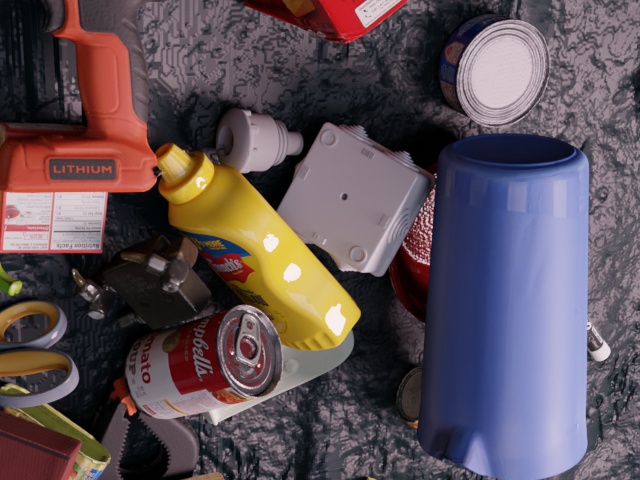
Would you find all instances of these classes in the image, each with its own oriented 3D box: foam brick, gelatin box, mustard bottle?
[{"bbox_3d":[-0.210,0.151,0.724,0.078,0.053,0.051,21,89,-1],"label":"foam brick"},{"bbox_3d":[-0.186,-0.035,0.738,0.073,0.030,0.089,0,111,-27],"label":"gelatin box"},{"bbox_3d":[-0.055,0.001,0.775,0.058,0.096,0.191,-52,124,-19],"label":"mustard bottle"}]

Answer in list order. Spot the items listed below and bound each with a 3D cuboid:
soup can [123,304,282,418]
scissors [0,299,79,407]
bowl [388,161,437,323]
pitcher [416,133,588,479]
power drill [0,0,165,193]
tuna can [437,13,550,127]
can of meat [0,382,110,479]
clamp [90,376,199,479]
[{"bbox_3d":[-0.087,0.091,0.787,0.068,0.102,0.068,25,57,-45],"label":"soup can"},{"bbox_3d":[-0.265,0.079,0.748,0.202,0.096,0.016,2,137,5],"label":"scissors"},{"bbox_3d":[0.116,-0.010,0.875,0.161,0.055,0.162,-10,115,-21],"label":"bowl"},{"bbox_3d":[0.146,0.044,0.814,0.145,0.149,0.243,-4,110,-8],"label":"pitcher"},{"bbox_3d":[-0.168,-0.124,0.672,0.184,0.057,0.188,0,99,-24],"label":"power drill"},{"bbox_3d":[0.137,-0.135,0.844,0.086,0.034,0.086,-10,115,-21],"label":"tuna can"},{"bbox_3d":[-0.216,0.166,0.778,0.102,0.057,0.084,36,91,-3],"label":"can of meat"},{"bbox_3d":[-0.147,0.205,0.855,0.164,0.036,0.210,-23,123,-15],"label":"clamp"}]
